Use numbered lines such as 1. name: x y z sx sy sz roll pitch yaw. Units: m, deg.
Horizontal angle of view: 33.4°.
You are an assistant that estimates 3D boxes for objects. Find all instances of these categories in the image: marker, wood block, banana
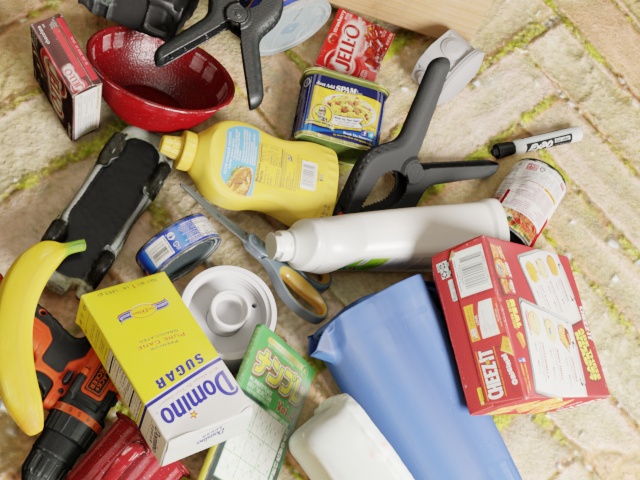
1. marker: 0.257 -0.116 1.270 0.121 0.020 0.020 -13 74 -19
2. wood block: 0.095 -0.314 1.252 0.206 0.090 0.090 16 51 -8
3. banana: -0.270 0.078 0.986 0.069 0.037 0.197 13 66 -11

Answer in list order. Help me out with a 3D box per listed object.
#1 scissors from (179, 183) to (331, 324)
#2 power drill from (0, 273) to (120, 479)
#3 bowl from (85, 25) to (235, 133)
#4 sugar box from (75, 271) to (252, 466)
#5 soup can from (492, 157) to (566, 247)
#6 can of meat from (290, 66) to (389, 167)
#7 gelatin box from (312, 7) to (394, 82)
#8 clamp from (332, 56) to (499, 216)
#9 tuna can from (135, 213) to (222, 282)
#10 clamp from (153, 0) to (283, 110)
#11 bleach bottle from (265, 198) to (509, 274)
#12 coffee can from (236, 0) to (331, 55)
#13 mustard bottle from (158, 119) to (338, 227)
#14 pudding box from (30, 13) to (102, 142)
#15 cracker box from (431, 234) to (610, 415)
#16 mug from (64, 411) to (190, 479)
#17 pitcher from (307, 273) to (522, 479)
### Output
1. scissors: -0.057 0.001 1.113 0.202 0.016 0.096 49 33 -1
2. power drill: -0.283 0.125 1.019 0.187 0.057 0.184 32 62 -5
3. bowl: -0.175 -0.162 1.131 0.162 0.055 0.162 17 35 -13
4. sugar box: -0.146 0.114 0.987 0.093 0.048 0.176 -18 54 -34
5. soup can: 0.226 -0.035 1.206 0.068 0.069 0.102 36 65 0
6. can of meat: 0.021 -0.136 1.195 0.102 0.057 0.084 14 69 -10
7. gelatin box: 0.037 -0.217 1.243 0.073 0.030 0.089 25 66 -4
8. clamp: 0.095 -0.091 1.173 0.209 0.036 0.164 -34 121 -15
9. tuna can: -0.144 0.010 1.081 0.086 0.086 0.034 -31 79 -23
10. clamp: -0.098 -0.229 1.117 0.120 0.039 0.171 18 75 -9
11. bleach bottle: 0.066 0.000 1.113 0.250 0.103 0.068 -2 72 -26
12. coffee can: -0.065 -0.295 1.205 0.102 0.103 0.140 -24 78 -22
13. mustard bottle: -0.077 -0.076 1.127 0.191 0.058 0.096 16 66 -21
14. pudding box: -0.261 -0.166 1.099 0.039 0.114 0.090 -27 79 -18
15. cracker box: 0.207 0.092 1.093 0.213 0.072 0.164 11 61 -54
16. mug: -0.181 0.216 0.981 0.093 0.117 0.081 39 70 6
17. pitcher: 0.107 0.160 1.075 0.149 0.145 0.243 -30 83 8
